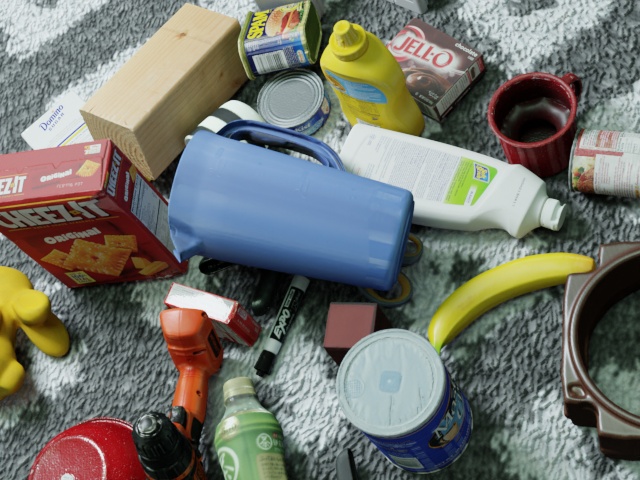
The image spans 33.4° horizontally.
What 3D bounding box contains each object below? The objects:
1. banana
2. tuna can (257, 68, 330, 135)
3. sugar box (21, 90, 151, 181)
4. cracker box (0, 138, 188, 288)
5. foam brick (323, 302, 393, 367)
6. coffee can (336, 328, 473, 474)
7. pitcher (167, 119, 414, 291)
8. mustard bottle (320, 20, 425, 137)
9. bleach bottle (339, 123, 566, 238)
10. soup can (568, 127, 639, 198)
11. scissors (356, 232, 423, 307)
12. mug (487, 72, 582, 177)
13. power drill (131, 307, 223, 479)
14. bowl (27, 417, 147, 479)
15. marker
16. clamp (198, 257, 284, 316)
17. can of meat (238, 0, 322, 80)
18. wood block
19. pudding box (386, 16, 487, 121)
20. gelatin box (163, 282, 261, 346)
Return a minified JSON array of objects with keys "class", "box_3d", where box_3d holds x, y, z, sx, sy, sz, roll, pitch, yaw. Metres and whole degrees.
[{"class":"banana","box_3d":[0.185,0.058,1.101,0.198,0.037,0.070,-32,54,-1]},{"class":"tuna can","box_3d":[-0.032,-0.165,1.298,0.086,0.033,0.086,-9,62,16]},{"class":"sugar box","box_3d":[-0.298,-0.109,1.362,0.093,0.048,0.176,-42,55,-6]},{"class":"cracker box","box_3d":[-0.264,-0.023,1.205,0.164,0.213,0.072,-7,62,17]},{"class":"foam brick","box_3d":[0.042,0.102,1.110,0.051,0.078,0.053,-1,62,20]},{"class":"coffee can","box_3d":[0.084,0.158,1.028,0.103,0.140,0.103,-9,62,16]},{"class":"pitcher","box_3d":[-0.027,-0.035,1.118,0.243,0.145,0.149,13,101,7]},{"class":"mustard bottle","box_3d":[0.051,-0.178,1.181,0.096,0.191,0.058,25,75,29]},{"class":"bleach bottle","box_3d":[0.140,-0.051,1.162,0.251,0.068,0.102,18,79,23]},{"class":"soup can","box_3d":[0.315,-0.079,1.106,0.102,0.068,0.068,8,67,23]},{"class":"scissors","box_3d":[0.015,0.034,1.161,0.201,0.016,0.096,-8,70,-2]},{"class":"mug","box_3d":[0.241,-0.129,1.151,0.093,0.081,0.117,35,80,31]},{"class":"power drill","box_3d":[-0.146,0.166,1.096,0.057,0.184,0.187,0,55,7]},{"class":"bowl","box_3d":[-0.258,0.262,1.153,0.162,0.055,0.162,-9,62,17]},{"class":"marker","box_3d":[-0.044,0.095,1.179,0.020,0.020,0.121,15,71,26]},{"class":"clamp","box_3d":[-0.058,0.001,1.218,0.120,0.039,0.171,27,66,33]},{"class":"can of meat","box_3d":[-0.048,-0.248,1.309,0.084,0.057,0.102,-9,38,15]},{"class":"wood block","box_3d":[-0.183,-0.185,1.303,0.091,0.090,0.205,23,60,28]},{"class":"pudding box","box_3d":[0.124,-0.202,1.256,0.114,0.039,0.090,37,81,31]},{"class":"gelatin box","box_3d":[-0.118,0.082,1.181,0.089,0.073,0.030,14,69,26]}]
